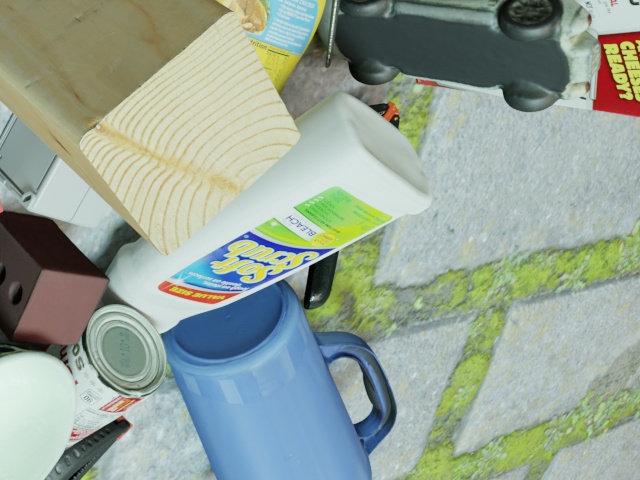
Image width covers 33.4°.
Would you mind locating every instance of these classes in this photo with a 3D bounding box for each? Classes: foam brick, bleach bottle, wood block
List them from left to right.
[{"bbox_3d":[-0.181,0.023,0.672,0.051,0.078,0.053,11,111,-51],"label":"foam brick"},{"bbox_3d":[-0.118,-0.095,0.534,0.090,0.206,0.090,-43,142,-11],"label":"wood block"},{"bbox_3d":[-0.055,0.001,0.726,0.251,0.068,0.102,-32,144,24],"label":"bleach bottle"}]

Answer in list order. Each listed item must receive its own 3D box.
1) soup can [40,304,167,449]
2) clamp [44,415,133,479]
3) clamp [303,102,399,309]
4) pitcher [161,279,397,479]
[{"bbox_3d":[-0.160,0.094,0.723,0.102,0.068,0.068,-34,154,34],"label":"soup can"},{"bbox_3d":[-0.222,0.199,0.776,0.209,0.036,0.165,-42,173,-41],"label":"clamp"},{"bbox_3d":[0.007,-0.033,0.801,0.171,0.120,0.039,-38,-175,-18],"label":"clamp"},{"bbox_3d":[-0.034,0.132,0.872,0.243,0.145,0.149,73,30,-44],"label":"pitcher"}]
